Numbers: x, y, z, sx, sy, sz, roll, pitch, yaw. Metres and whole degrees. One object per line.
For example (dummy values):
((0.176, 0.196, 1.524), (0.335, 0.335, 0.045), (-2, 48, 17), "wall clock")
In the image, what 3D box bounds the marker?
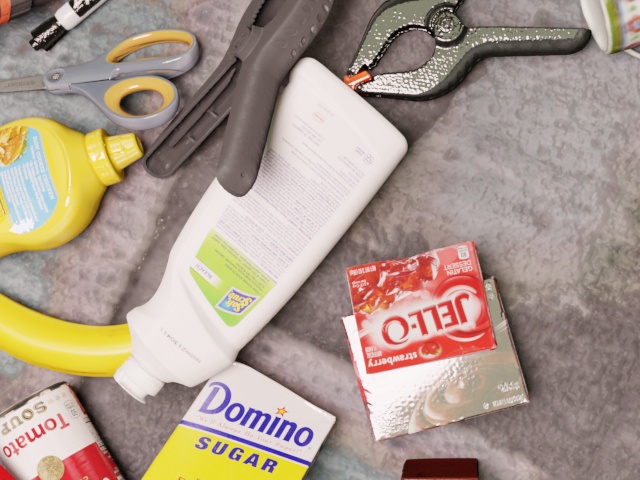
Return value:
((-0.167, -0.182, 0.791), (0.121, 0.020, 0.020), (-39, 84, 4), "marker")

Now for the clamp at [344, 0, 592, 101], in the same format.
((0.100, -0.144, 0.750), (0.171, 0.039, 0.120), (-39, 78, 10), "clamp")

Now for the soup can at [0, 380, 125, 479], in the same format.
((-0.184, 0.159, 0.757), (0.068, 0.068, 0.102), (-32, 84, 4), "soup can")

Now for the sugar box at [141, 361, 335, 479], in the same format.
((-0.070, 0.170, 0.709), (0.093, 0.048, 0.176), (28, 57, 6), "sugar box")

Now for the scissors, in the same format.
((-0.182, -0.104, 0.774), (0.202, 0.016, 0.096), (-16, 54, 5), "scissors")

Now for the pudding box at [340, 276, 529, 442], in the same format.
((0.079, 0.082, 0.744), (0.113, 0.039, 0.090), (-16, 85, 5), "pudding box")

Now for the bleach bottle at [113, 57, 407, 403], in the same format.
((-0.055, 0.001, 0.732), (0.102, 0.068, 0.251), (41, 85, 0), "bleach bottle")

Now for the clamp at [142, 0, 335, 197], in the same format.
((-0.048, -0.122, 0.734), (0.036, 0.165, 0.210), (33, 75, -28), "clamp")

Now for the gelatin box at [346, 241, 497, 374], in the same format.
((0.068, 0.046, 0.713), (0.089, 0.030, 0.073), (-12, 81, 8), "gelatin box")

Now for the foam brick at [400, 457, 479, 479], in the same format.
((0.082, 0.179, 0.721), (0.053, 0.078, 0.051), (-2, 88, 8), "foam brick")

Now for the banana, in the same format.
((-0.175, 0.065, 0.777), (0.198, 0.037, 0.069), (1, 66, 5), "banana")

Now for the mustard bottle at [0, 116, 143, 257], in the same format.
((-0.219, -0.036, 0.771), (0.191, 0.058, 0.096), (-20, 74, 5), "mustard bottle")
